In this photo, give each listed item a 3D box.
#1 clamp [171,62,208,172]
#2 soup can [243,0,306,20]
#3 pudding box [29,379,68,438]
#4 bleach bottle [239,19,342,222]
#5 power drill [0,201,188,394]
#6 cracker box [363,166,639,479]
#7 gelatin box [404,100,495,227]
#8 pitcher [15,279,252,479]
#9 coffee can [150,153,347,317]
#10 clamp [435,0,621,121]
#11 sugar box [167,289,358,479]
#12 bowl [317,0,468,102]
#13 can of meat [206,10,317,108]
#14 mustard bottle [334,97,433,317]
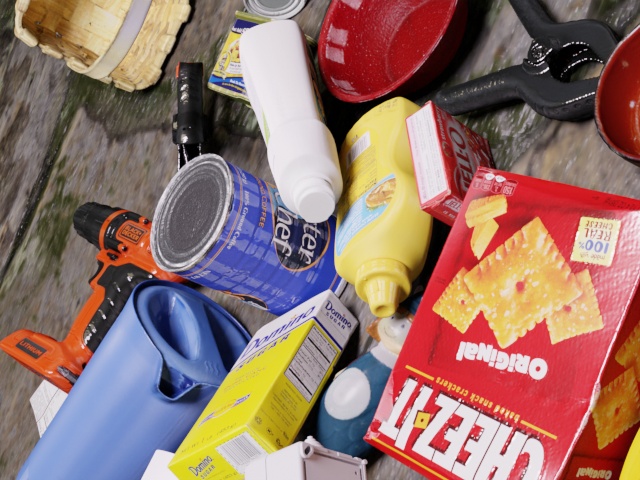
[{"bbox_3d":[-0.130,-0.114,1.067,0.165,0.036,0.210,102,167,-55],"label":"clamp"},{"bbox_3d":[-0.050,-0.287,1.104,0.069,0.068,0.102,-31,50,34],"label":"soup can"},{"bbox_3d":[-0.254,0.162,1.115,0.114,0.039,0.090,-53,40,17],"label":"pudding box"},{"bbox_3d":[-0.021,-0.091,0.900,0.068,0.102,0.251,-15,37,0],"label":"bleach bottle"},{"bbox_3d":[-0.228,0.051,1.051,0.185,0.057,0.187,20,70,43],"label":"power drill"},{"bbox_3d":[0.136,0.068,0.697,0.164,0.072,0.214,21,87,52],"label":"cracker box"},{"bbox_3d":[0.102,-0.050,0.798,0.030,0.073,0.089,-33,48,32],"label":"gelatin box"},{"bbox_3d":[-0.168,0.158,0.962,0.243,0.149,0.145,-51,55,21],"label":"pitcher"},{"bbox_3d":[-0.056,0.001,0.895,0.103,0.140,0.103,-26,52,38],"label":"coffee can"},{"bbox_3d":[0.162,-0.125,0.799,0.120,0.039,0.172,-59,39,9],"label":"clamp"},{"bbox_3d":[-0.041,0.115,0.824,0.093,0.048,0.176,-32,17,34],"label":"sugar box"},{"bbox_3d":[0.072,-0.182,0.918,0.162,0.055,0.162,-26,52,38],"label":"bowl"},{"bbox_3d":[-0.061,-0.176,1.065,0.102,0.057,0.084,27,93,52],"label":"can of meat"},{"bbox_3d":[0.048,-0.019,0.821,0.096,0.058,0.191,-45,28,37],"label":"mustard bottle"}]
